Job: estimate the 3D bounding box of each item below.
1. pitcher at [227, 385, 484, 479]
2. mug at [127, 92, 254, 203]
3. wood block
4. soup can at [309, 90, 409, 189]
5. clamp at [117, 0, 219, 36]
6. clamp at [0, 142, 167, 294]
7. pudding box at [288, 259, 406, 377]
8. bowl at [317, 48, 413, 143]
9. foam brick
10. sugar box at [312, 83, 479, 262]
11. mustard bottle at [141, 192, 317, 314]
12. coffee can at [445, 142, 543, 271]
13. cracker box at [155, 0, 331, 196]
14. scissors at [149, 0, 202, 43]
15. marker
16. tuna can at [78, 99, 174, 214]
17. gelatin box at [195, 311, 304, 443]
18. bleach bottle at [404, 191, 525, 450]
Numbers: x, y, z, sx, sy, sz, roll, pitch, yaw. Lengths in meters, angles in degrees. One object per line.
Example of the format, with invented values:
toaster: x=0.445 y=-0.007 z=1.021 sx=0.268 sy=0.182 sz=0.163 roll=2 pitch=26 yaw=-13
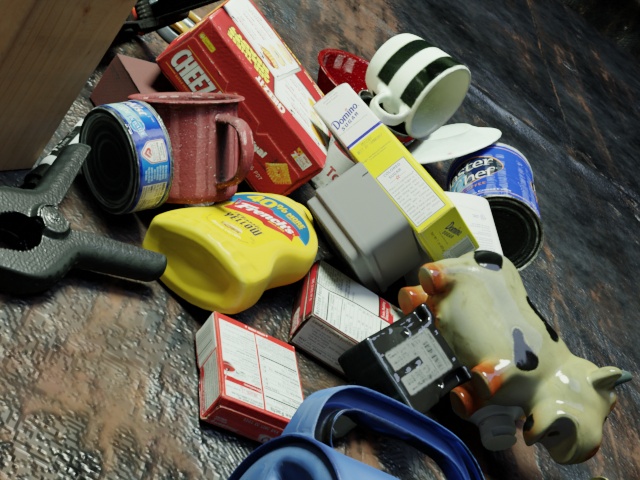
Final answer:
pitcher: x=0.058 y=0.199 z=0.621 sx=0.242 sy=0.149 sz=0.145 roll=26 pitch=17 yaw=-31
mug: x=-0.098 y=-0.074 z=0.853 sx=0.117 sy=0.081 sz=0.093 roll=10 pitch=15 yaw=36
wood block: x=-0.211 y=-0.153 z=0.746 sx=0.091 sy=0.206 sz=0.090 roll=50 pitch=28 yaw=18
soup can: x=0.037 y=-0.094 z=1.094 sx=0.068 sy=0.102 sz=0.068 roll=30 pitch=27 yaw=-18
clamp: x=-0.174 y=-0.213 z=0.995 sx=0.164 sy=0.036 sz=0.210 roll=-15 pitch=8 yaw=-19
clamp: x=-0.181 y=0.000 z=0.732 sx=0.120 sy=0.039 sz=0.171 roll=45 pitch=35 yaw=5
pudding box: x=0.030 y=0.076 z=0.890 sx=0.113 sy=0.039 sz=0.090 roll=31 pitch=28 yaw=-12
bowl: x=0.053 y=-0.158 z=1.263 sx=0.162 sy=0.055 sz=0.162 roll=27 pitch=27 yaw=-15
foam brick: x=-0.157 y=-0.117 z=0.934 sx=0.051 sy=0.053 sz=0.078 roll=9 pitch=40 yaw=-46
sugar box: x=0.068 y=-0.058 z=0.961 sx=0.176 sy=0.048 sz=0.093 roll=56 pitch=4 yaw=31
mustard bottle: x=-0.056 y=0.001 z=0.872 sx=0.096 sy=0.058 sz=0.191 roll=31 pitch=23 yaw=17
coffee can: x=0.195 y=-0.037 z=1.209 sx=0.102 sy=0.103 sz=0.140 roll=33 pitch=27 yaw=-12
cracker box: x=-0.064 y=-0.142 z=1.010 sx=0.164 sy=0.072 sz=0.213 roll=52 pitch=15 yaw=-14
scissors: x=-0.198 y=-0.268 z=1.163 sx=0.201 sy=0.016 sz=0.096 roll=34 pitch=27 yaw=-11
marker: x=-0.202 y=-0.066 z=0.833 sx=0.020 sy=0.020 sz=0.121 roll=35 pitch=26 yaw=-9
tuna can: x=-0.150 y=-0.063 z=0.818 sx=0.033 sy=0.086 sz=0.086 roll=-16 pitch=58 yaw=-40
gelatin box: x=-0.050 y=0.101 z=0.756 sx=0.073 sy=0.030 sz=0.089 roll=27 pitch=29 yaw=-27
bleach bottle: x=0.129 y=0.071 z=0.970 sx=0.102 sy=0.068 sz=0.251 roll=2 pitch=52 yaw=-13
